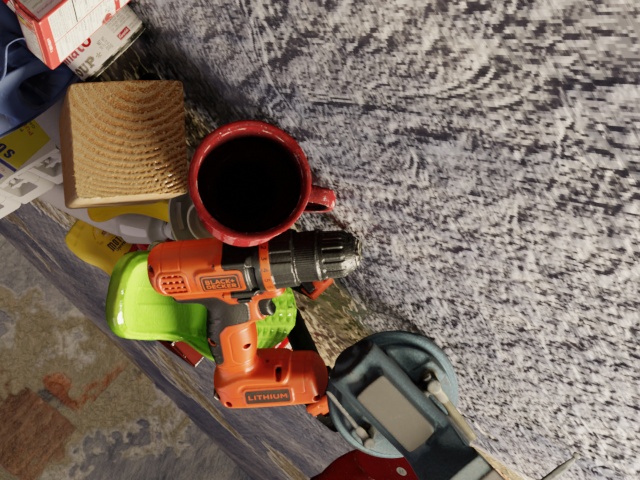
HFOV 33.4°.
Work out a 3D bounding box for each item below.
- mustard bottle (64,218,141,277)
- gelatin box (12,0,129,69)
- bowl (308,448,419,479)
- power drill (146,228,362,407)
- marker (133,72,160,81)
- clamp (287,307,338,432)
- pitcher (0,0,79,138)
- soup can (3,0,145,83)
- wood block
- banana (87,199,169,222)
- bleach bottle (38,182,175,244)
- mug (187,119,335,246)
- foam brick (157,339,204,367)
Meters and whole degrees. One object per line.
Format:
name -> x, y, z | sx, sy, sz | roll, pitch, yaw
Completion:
mustard bottle -> -0.242, 0.028, 1.426 | 0.192, 0.096, 0.058 | 39, 164, 9
gelatin box -> -0.172, -0.173, 0.754 | 0.030, 0.089, 0.073 | 41, 164, 5
bowl -> 0.068, 0.245, 1.035 | 0.162, 0.055, 0.162 | 17, -165, -5
power drill -> -0.044, 0.066, 0.944 | 0.184, 0.057, 0.187 | -4, 130, 11
marker -> -0.167, -0.136, 0.967 | 0.020, 0.020, 0.121 | 47, 163, -17
clamp -> -0.004, 0.145, 1.148 | 0.164, 0.036, 0.210 | 58, -177, 3
pitcher -> -0.321, -0.201, 0.896 | 0.243, 0.149, 0.144 | 55, -161, 2
soup can -> -0.194, -0.180, 0.825 | 0.102, 0.068, 0.069 | 46, 164, -17
wood block -> -0.175, -0.077, 0.919 | 0.206, 0.090, 0.091 | 179, 87, -74
banana -> -0.182, -0.034, 1.086 | 0.198, 0.037, 0.069 | 12, 129, 38
bleach bottle -> -0.240, -0.062, 1.220 | 0.251, 0.102, 0.068 | 24, 148, 30
mug -> -0.046, -0.039, 0.841 | 0.117, 0.093, 0.081 | 6, 171, -7
foam brick -> -0.168, 0.108, 1.286 | 0.078, 0.051, 0.053 | 24, 159, 49
